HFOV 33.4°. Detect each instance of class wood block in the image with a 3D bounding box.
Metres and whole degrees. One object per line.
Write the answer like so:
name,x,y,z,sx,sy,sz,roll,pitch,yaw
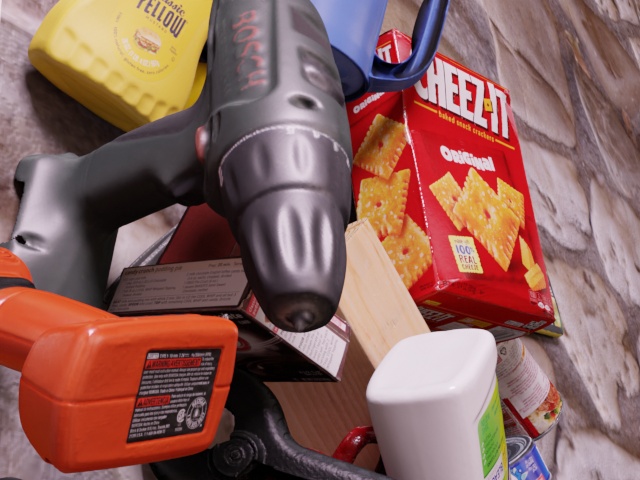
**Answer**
wood block,0.032,0.103,0.721,0.206,0.091,0.090,60,31,-10

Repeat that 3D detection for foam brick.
foam brick,-0.054,0.001,0.661,0.053,0.051,0.078,53,53,-48

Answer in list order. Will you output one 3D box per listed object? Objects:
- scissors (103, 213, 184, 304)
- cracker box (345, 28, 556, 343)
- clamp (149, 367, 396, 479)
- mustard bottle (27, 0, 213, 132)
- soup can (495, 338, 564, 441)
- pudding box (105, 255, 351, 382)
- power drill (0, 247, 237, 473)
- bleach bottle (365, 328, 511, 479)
scissors,-0.071,-0.002,0.702,0.201,0.016,0.096,-60,142,-36
cracker box,0.099,-0.037,0.831,0.163,0.072,0.214,17,59,-46
clamp,-0.047,0.133,0.580,0.120,0.172,0.039,-42,153,-25
mustard bottle,-0.093,-0.166,0.657,0.096,0.058,0.191,35,74,-32
soup can,0.155,0.119,0.919,0.102,0.069,0.068,52,34,-21
pudding box,-0.052,0.047,0.606,0.090,0.114,0.039,39,55,-40
power drill,-0.142,0.034,0.422,0.184,0.188,0.057,4,100,-60
bleach bottle,0.090,0.187,0.636,0.102,0.068,0.251,-41,120,-65
